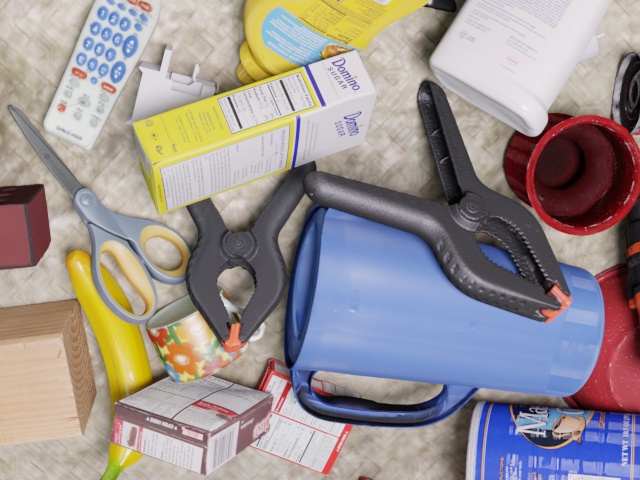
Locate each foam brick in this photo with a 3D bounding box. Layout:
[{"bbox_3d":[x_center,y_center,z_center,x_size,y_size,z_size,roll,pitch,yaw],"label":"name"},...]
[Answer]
[{"bbox_3d":[-0.246,-0.011,0.841,0.053,0.078,0.051,-5,105,-4],"label":"foam brick"}]

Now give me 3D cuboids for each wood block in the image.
[{"bbox_3d":[-0.296,0.115,0.866,0.206,0.090,0.091,-7,107,-2],"label":"wood block"}]

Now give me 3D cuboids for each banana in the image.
[{"bbox_3d":[-0.168,0.101,0.881,0.037,0.069,0.198,-8,94,18],"label":"banana"}]

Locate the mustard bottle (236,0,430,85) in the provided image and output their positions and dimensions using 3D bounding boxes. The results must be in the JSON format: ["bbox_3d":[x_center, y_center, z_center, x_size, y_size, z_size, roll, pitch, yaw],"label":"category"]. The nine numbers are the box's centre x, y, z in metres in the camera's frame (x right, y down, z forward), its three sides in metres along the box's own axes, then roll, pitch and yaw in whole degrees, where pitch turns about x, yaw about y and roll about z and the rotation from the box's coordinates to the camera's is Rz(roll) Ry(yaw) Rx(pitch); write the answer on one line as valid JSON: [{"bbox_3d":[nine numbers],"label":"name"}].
[{"bbox_3d":[-0.001,-0.169,0.787,0.096,0.058,0.192,20,143,-34],"label":"mustard bottle"}]

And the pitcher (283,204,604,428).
[{"bbox_3d":[0.093,0.066,0.858,0.242,0.145,0.149,11,145,-9],"label":"pitcher"}]

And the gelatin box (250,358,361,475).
[{"bbox_3d":[-0.018,0.153,0.923,0.089,0.030,0.073,23,104,-9],"label":"gelatin box"}]

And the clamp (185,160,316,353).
[{"bbox_3d":[-0.056,0.001,0.844,0.120,0.039,0.171,-7,75,-1],"label":"clamp"}]

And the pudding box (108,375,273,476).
[{"bbox_3d":[-0.101,0.143,0.859,0.090,0.113,0.039,13,102,21],"label":"pudding box"}]

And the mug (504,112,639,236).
[{"bbox_3d":[0.208,-0.058,0.849,0.117,0.081,0.093,-4,103,-7],"label":"mug"}]

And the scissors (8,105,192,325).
[{"bbox_3d":[-0.171,-0.030,0.865,0.096,0.016,0.202,-21,83,-35],"label":"scissors"}]

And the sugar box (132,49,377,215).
[{"bbox_3d":[-0.049,-0.081,0.806,0.176,0.093,0.048,-22,73,-12],"label":"sugar box"}]

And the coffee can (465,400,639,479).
[{"bbox_3d":[0.198,0.189,0.886,0.140,0.102,0.103,2,106,17],"label":"coffee can"}]

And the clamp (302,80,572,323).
[{"bbox_3d":[0.097,-0.015,0.800,0.164,0.036,0.210,-33,76,-33],"label":"clamp"}]

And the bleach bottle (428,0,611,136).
[{"bbox_3d":[0.189,-0.209,0.798,0.103,0.068,0.251,34,90,18],"label":"bleach bottle"}]
